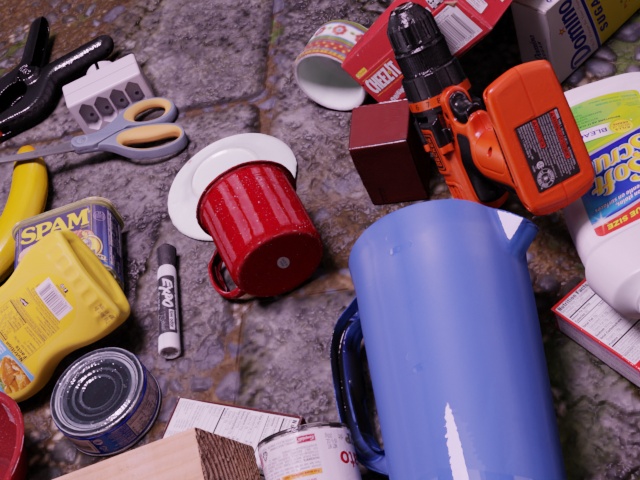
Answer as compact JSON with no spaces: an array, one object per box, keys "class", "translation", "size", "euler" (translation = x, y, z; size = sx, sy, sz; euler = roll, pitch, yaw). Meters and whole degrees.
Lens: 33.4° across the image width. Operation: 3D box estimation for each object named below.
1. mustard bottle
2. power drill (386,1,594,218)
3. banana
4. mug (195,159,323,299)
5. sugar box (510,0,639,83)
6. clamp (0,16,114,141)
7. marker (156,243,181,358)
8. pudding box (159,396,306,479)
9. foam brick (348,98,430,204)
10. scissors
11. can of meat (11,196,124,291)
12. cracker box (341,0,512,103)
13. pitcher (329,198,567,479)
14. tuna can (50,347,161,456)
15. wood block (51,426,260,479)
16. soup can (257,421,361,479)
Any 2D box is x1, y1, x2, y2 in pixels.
[{"class":"mustard bottle","translation":[-0.261,0.083,0.909],"size":[0.192,0.058,0.096],"euler":[-39,88,10]},{"class":"power drill","translation":[0.121,-0.096,0.802],"size":[0.057,0.184,0.188],"euler":[-29,15,-8]},{"class":"banana","translation":[-0.306,-0.022,1.053],"size":[0.070,0.037,0.197],"euler":[1,53,23]},{"class":"mug","translation":[-0.056,0.001,0.905],"size":[0.117,0.093,0.081],"euler":[-48,48,22]},{"class":"sugar box","translation":[0.249,-0.228,0.959],"size":[0.048,0.093,0.176],"euler":[32,70,37]},{"class":"clamp","translation":[-0.323,-0.184,1.193],"size":[0.120,0.039,0.171],"euler":[27,66,38]},{"class":"marker","translation":[-0.133,0.050,0.934],"size":[0.020,0.020,0.121],"euler":[-17,48,8]},{"class":"pudding box","translation":[-0.070,0.169,0.796],"size":[0.114,0.039,0.090],"euler":[6,55,24]},{"class":"foam brick","translation":[0.060,-0.076,0.919],"size":[0.053,0.078,0.051],"euler":[-6,52,18]},{"class":"scissors","translation":[-0.231,-0.111,1.090],"size":[0.202,0.016,0.096],"euler":[0,45,9]},{"class":"can of meat","translation":[-0.230,0.019,0.975],"size":[0.102,0.057,0.084],"euler":[-18,50,7]},{"class":"cracker box","translation":[0.128,-0.233,0.953],"size":[0.213,0.072,0.164],"euler":[-54,10,-31]},{"class":"pitcher","translation":[0.088,0.106,0.733],"size":[0.145,0.149,0.243],"euler":[-1,52,-5]},{"class":"tuna can","translation":[-0.176,0.131,0.874],"size":[0.086,0.033,0.086],"euler":[-12,49,13]},{"class":"wood block","translation":[-0.145,0.208,0.726],"size":[0.206,0.090,0.090],"euler":[-22,65,15]},{"class":"soup can","translation":[-0.002,0.181,0.719],"size":[0.068,0.068,0.102],"euler":[-17,66,9]}]
